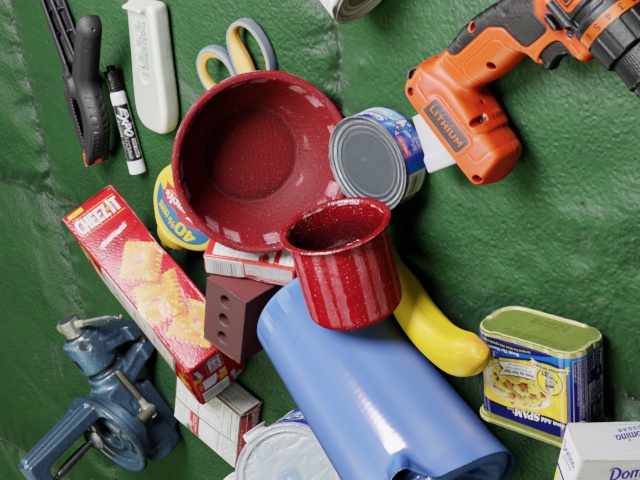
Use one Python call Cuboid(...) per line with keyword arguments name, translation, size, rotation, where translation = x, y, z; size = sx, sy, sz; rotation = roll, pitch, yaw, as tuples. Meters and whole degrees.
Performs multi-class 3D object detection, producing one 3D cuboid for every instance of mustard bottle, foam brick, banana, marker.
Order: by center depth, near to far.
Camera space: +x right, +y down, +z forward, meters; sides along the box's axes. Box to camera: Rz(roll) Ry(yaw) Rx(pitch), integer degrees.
Cuboid(name="banana", translation=(0.093, 0.070, 0.885), size=(0.069, 0.037, 0.198), rotation=(64, 173, -31))
Cuboid(name="foam brick", translation=(-0.073, 0.065, 1.011), size=(0.053, 0.051, 0.078), rotation=(32, 132, 31))
Cuboid(name="mustard bottle", translation=(-0.122, -0.044, 1.083), size=(0.096, 0.058, 0.192), rotation=(50, 140, 6))
Cuboid(name="marker", translation=(-0.213, -0.131, 1.161), size=(0.020, 0.020, 0.121), rotation=(8, 117, 45))

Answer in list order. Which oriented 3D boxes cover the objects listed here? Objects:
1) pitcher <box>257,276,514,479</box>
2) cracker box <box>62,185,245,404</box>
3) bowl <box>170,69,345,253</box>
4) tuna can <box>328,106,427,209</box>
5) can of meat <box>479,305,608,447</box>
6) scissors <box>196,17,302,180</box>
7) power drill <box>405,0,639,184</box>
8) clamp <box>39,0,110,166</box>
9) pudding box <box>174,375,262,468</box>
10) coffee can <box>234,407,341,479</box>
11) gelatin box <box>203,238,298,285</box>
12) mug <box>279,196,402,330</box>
Cuboid(name="pitcher", translation=(0.051, 0.143, 0.939), size=(0.243, 0.144, 0.149), rotation=(53, 146, 32))
Cuboid(name="cracker box", translation=(-0.172, 0.061, 1.145), size=(0.214, 0.072, 0.164), rotation=(49, 167, 16))
Cuboid(name="bowl", translation=(-0.056, -0.072, 0.947), size=(0.055, 0.162, 0.162), rotation=(-140, 35, -68))
Cuboid(name="tuna can", translation=(0.049, -0.069, 0.903), size=(0.086, 0.033, 0.086), rotation=(25, 129, 36))
Cuboid(name="can of meat", translation=(0.176, 0.107, 0.850), size=(0.102, 0.057, 0.084), rotation=(14, 120, 42))
Cuboid(name="scissors", translation=(-0.061, -0.108, 1.006), size=(0.096, 0.016, 0.202), rotation=(0, 112, 36))
Cuboid(name="power drill", translation=(0.155, -0.120, 0.743), size=(0.184, 0.057, 0.188), rotation=(56, 138, 13))
Cuboid(name="clamp", translation=(-0.264, -0.181, 1.163), size=(0.165, 0.036, 0.210), rotation=(50, 150, 43))
Cuboid(name="pudding box", translation=(-0.120, 0.195, 1.235), size=(0.114, 0.039, 0.090), rotation=(33, 132, 28))
Cuboid(name="coffee can", translation=(-0.016, 0.218, 1.031), size=(0.103, 0.140, 0.103), rotation=(0, 88, 10))
Cuboid(name="gelatin box", translation=(-0.056, 0.001, 0.993), size=(0.089, 0.073, 0.030), rotation=(9, 142, 7))
Cuboid(name="mug", translation=(0.020, 0.016, 0.894), size=(0.117, 0.093, 0.081), rotation=(-103, -2, -63))
